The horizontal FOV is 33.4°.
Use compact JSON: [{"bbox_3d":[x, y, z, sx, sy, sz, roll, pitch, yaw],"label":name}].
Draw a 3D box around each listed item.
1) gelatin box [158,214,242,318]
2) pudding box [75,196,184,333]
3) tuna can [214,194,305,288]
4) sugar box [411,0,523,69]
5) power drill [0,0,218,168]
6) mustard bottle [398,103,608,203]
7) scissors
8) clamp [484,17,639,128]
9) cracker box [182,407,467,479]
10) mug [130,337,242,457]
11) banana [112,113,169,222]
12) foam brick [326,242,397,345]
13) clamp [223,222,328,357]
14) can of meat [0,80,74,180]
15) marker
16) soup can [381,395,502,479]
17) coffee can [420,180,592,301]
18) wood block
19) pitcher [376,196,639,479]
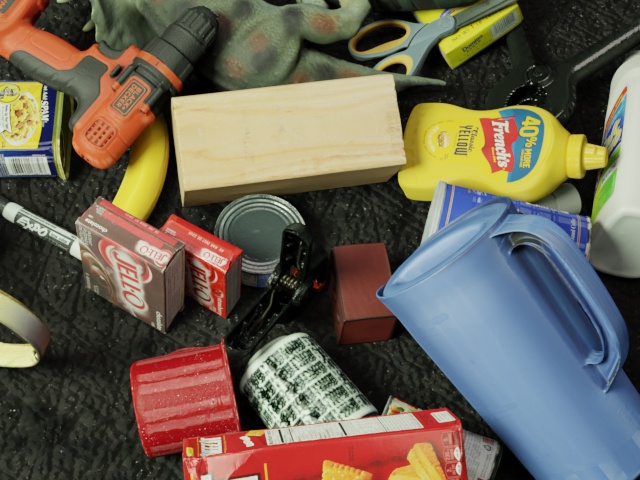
[{"bbox_3d":[-0.108,0.024,0.951,0.073,0.089,0.030,28,61,11],"label":"gelatin box"},{"bbox_3d":[-0.164,0.023,0.934,0.090,0.113,0.039,30,61,12],"label":"pudding box"},{"bbox_3d":[-0.057,0.001,1.001,0.086,0.034,0.086,2,60,-3],"label":"tuna can"},{"bbox_3d":[0.132,-0.281,1.156,0.093,0.048,0.176,-34,67,6],"label":"sugar box"},{"bbox_3d":[-0.212,-0.185,0.992,0.187,0.057,0.184,37,78,5],"label":"power drill"},{"bbox_3d":[0.175,-0.082,1.015,0.192,0.058,0.096,4,66,24],"label":"mustard bottle"},{"bbox_3d":[0.125,-0.203,1.101,0.202,0.016,0.096,-7,72,20],"label":"scissors"},{"bbox_3d":[0.222,-0.168,1.107,0.165,0.036,0.210,22,68,36],"label":"clamp"},{"bbox_3d":[0.008,0.224,0.811,0.213,0.072,0.164,-6,92,-6],"label":"cracker box"},{"bbox_3d":[-0.113,0.128,0.899,0.081,0.093,0.117,-11,32,-6],"label":"mug"},{"bbox_3d":[-0.181,-0.076,1.037,0.070,0.037,0.198,-11,59,9],"label":"banana"},{"bbox_3d":[0.037,0.048,0.970,0.051,0.053,0.078,-5,60,-7],"label":"foam brick"},{"bbox_3d":[-0.023,0.030,0.914,0.039,0.171,0.120,36,107,6],"label":"clamp"},{"bbox_3d":[-0.287,-0.108,1.033,0.084,0.057,0.102,-1,60,-4],"label":"can of meat"},{"bbox_3d":[-0.267,-0.015,1.002,0.121,0.020,0.020,27,61,11],"label":"marker"},{"bbox_3d":[0.093,0.180,0.890,0.102,0.068,0.068,22,61,7],"label":"soup can"},{"bbox_3d":[0.164,0.011,0.973,0.140,0.103,0.102,14,60,3],"label":"coffee can"},{"bbox_3d":[-0.033,-0.094,1.012,0.206,0.091,0.090,-7,84,-9],"label":"wood block"},{"bbox_3d":[0.172,0.091,0.862,0.145,0.149,0.243,-38,97,5],"label":"pitcher"}]
